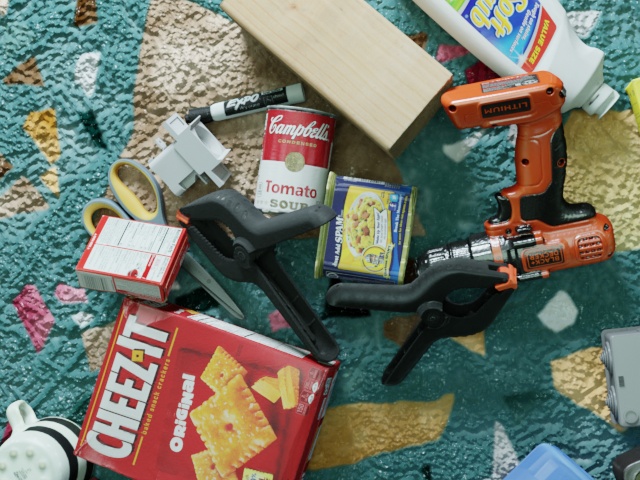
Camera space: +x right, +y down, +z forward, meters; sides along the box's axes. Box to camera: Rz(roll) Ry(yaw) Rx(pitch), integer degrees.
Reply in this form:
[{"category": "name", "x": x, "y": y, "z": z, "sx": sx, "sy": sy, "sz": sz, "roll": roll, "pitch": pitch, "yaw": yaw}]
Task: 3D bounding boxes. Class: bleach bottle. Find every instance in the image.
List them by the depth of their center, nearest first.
[{"category": "bleach bottle", "x": 0.177, "y": -0.211, "z": 0.989, "sx": 0.251, "sy": 0.068, "sz": 0.102, "roll": 42, "pitch": 95, "yaw": 5}]

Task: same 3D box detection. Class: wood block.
[{"category": "wood block", "x": 0.018, "y": -0.178, "z": 0.997, "sx": 0.206, "sy": 0.090, "sz": 0.090, "roll": 41, "pitch": 95, "yaw": 7}]

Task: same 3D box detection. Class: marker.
[{"category": "marker", "x": -0.075, "y": -0.132, "z": 1.046, "sx": 0.121, "sy": 0.020, "sz": 0.020, "roll": -12, "pitch": 87, "yaw": 8}]

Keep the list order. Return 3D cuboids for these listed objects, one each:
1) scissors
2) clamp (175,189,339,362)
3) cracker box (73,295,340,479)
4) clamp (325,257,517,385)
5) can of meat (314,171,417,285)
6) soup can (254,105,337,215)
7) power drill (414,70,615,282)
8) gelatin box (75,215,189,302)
[{"category": "scissors", "x": -0.164, "y": 0.014, "z": 1.059, "sx": 0.096, "sy": 0.016, "sz": 0.202, "roll": -31, "pitch": 85, "yaw": 8}, {"category": "clamp", "x": -0.056, "y": 0.001, "z": 0.984, "sx": 0.210, "sy": 0.036, "sz": 0.165, "roll": 34, "pitch": 136, "yaw": 32}, {"category": "cracker box", "x": -0.108, "y": 0.161, "z": 1.020, "sx": 0.214, "sy": 0.072, "sz": 0.164, "roll": 18, "pitch": 91, "yaw": 9}, {"category": "clamp", "x": 0.093, "y": 0.057, "z": 0.972, "sx": 0.172, "sy": 0.039, "sz": 0.120, "roll": -34, "pitch": 117, "yaw": 22}, {"category": "can of meat", "x": 0.044, "y": -0.009, "z": 1.008, "sx": 0.084, "sy": 0.057, "sz": 0.102, "roll": 8, "pitch": 91, "yaw": 6}, {"category": "soup can", "x": -0.024, "y": -0.072, "z": 1.013, "sx": 0.068, "sy": 0.068, "sz": 0.102, "roll": 8, "pitch": 91, "yaw": 8}, {"category": "power drill", "x": 0.162, "y": -0.049, "z": 0.963, "sx": 0.184, "sy": 0.057, "sz": 0.187, "roll": -11, "pitch": 112, "yaw": 7}, {"category": "gelatin box", "x": -0.178, "y": 0.017, "z": 1.018, "sx": 0.089, "sy": 0.030, "sz": 0.073, "roll": 10, "pitch": 49, "yaw": 9}]
